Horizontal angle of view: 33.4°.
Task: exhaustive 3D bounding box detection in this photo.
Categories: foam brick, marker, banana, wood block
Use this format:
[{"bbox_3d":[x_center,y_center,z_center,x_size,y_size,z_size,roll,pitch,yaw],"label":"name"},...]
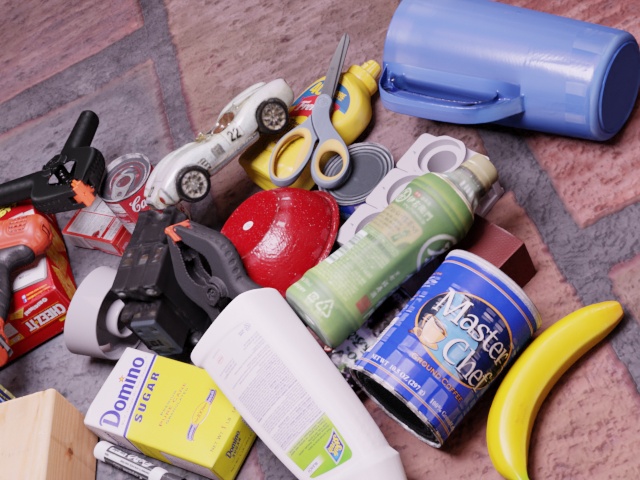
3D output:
[{"bbox_3d":[0.153,0.017,1.001,0.053,0.051,0.078,-43,46,-11],"label":"foam brick"},{"bbox_3d":[-0.173,0.221,1.033,0.121,0.020,0.020,14,61,36],"label":"marker"},{"bbox_3d":[0.190,0.126,0.905,0.070,0.037,0.197,23,67,20],"label":"banana"},{"bbox_3d":[-0.275,0.258,1.009,0.090,0.090,0.206,-17,47,14],"label":"wood block"}]

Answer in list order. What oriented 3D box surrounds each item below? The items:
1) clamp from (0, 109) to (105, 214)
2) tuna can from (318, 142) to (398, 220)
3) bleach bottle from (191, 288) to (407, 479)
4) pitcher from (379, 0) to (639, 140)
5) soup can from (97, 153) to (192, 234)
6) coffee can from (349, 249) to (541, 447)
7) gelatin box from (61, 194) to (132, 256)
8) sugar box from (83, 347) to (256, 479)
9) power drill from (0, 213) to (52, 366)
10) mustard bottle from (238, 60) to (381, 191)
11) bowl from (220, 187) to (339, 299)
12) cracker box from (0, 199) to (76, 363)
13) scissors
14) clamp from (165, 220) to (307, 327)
[{"bbox_3d":[-0.289,-0.084,1.216,0.164,0.036,0.210,-47,31,-15],"label":"clamp"},{"bbox_3d":[0.043,-0.062,1.138,0.086,0.033,0.086,-15,48,17],"label":"tuna can"},{"bbox_3d":[-0.007,0.163,0.926,0.251,0.067,0.103,51,121,23],"label":"bleach bottle"},{"bbox_3d":[0.188,-0.171,1.085,0.243,0.144,0.149,19,91,35],"label":"pitcher"},{"bbox_3d":[-0.197,-0.040,1.204,0.069,0.102,0.068,-15,48,17],"label":"soup can"},{"bbox_3d":[0.109,0.093,0.926,0.140,0.102,0.103,-48,47,-13],"label":"coffee can"},{"bbox_3d":[-0.252,-0.023,1.271,0.089,0.030,0.073,10,58,34],"label":"gelatin box"},{"bbox_3d":[-0.142,0.167,1.042,0.176,0.048,0.093,10,59,33],"label":"sugar box"},{"bbox_3d":[-0.389,0.058,1.154,0.185,0.057,0.187,-14,47,15],"label":"power drill"},{"bbox_3d":[0.001,-0.132,1.203,0.191,0.058,0.096,-47,43,-14],"label":"mustard bottle"},{"bbox_3d":[-0.057,0.001,1.090,0.162,0.055,0.162,-34,34,27],"label":"bowl"},{"bbox_3d":[-0.381,0.046,1.256,0.164,0.072,0.214,-31,44,1],"label":"cracker box"},{"bbox_3d":[0.017,-0.134,1.154,0.096,0.016,0.201,26,71,21],"label":"scissors"},{"bbox_3d":[-0.085,0.047,1.031,0.120,0.039,0.171,-34,85,31],"label":"clamp"}]
